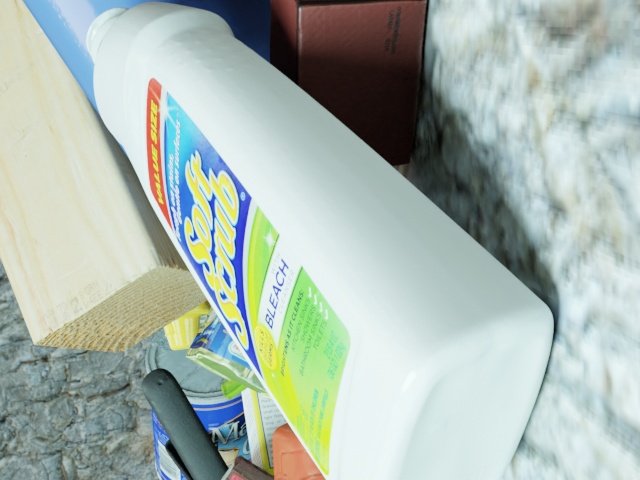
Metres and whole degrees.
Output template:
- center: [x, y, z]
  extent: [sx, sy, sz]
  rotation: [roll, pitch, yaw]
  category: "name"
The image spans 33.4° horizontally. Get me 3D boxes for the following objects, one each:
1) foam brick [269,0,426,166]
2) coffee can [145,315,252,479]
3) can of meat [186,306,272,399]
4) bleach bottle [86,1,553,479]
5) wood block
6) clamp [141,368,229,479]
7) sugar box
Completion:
- center: [0.009, -0.074, 0.441]
  extent: [0.051, 0.053, 0.078]
  rotation: [-112, 20, -51]
  category: "foam brick"
- center: [-0.100, 0.151, 0.952]
  extent: [0.103, 0.102, 0.140]
  rotation: [-110, 18, -48]
  category: "coffee can"
- center: [-0.028, 0.037, 0.572]
  extent: [0.084, 0.057, 0.102]
  rotation: [-62, 7, -11]
  category: "can of meat"
- center: [-0.024, -0.012, 0.404]
  extent: [0.251, 0.068, 0.103]
  rotation: [47, 141, 37]
  category: "bleach bottle"
- center: [-0.145, -0.046, 0.630]
  extent: [0.206, 0.090, 0.090]
  rotation: [64, -164, 18]
  category: "wood block"
- center: [-0.067, 0.193, 0.782]
  extent: [0.210, 0.036, 0.164]
  rotation: [49, 163, 28]
  category: "clamp"
- center: [-0.035, 0.091, 0.752]
  extent: [0.093, 0.048, 0.176]
  rotation: [102, 161, -63]
  category: "sugar box"
